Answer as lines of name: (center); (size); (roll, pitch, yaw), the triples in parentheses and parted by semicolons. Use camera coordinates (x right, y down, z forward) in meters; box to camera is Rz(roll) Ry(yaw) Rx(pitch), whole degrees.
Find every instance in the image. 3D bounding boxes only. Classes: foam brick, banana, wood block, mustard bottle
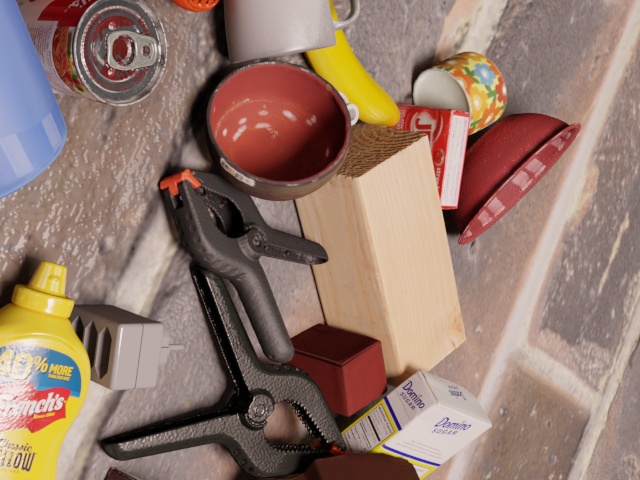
foam brick: (0.012, 0.111, 0.927); (0.052, 0.078, 0.051); (-25, 115, -39)
banana: (0.017, -0.162, 0.896); (0.069, 0.037, 0.197); (-46, 129, -27)
wood block: (0.051, 0.013, 0.935); (0.090, 0.090, 0.206); (-34, 123, -35)
mustard bottle: (-0.207, 0.107, 0.719); (0.096, 0.058, 0.191); (18, 86, -35)

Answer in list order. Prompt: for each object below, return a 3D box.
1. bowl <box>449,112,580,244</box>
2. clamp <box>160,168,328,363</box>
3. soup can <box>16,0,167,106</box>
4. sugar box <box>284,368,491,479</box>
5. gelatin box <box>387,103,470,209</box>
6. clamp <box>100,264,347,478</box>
bowl: (0.174, -0.071, 1.030); (0.162, 0.055, 0.162); (-41, 167, -12)
clamp: (-0.056, 0.001, 0.847); (0.171, 0.039, 0.120); (55, 34, -23)
soup can: (-0.155, -0.124, 0.684); (0.068, 0.102, 0.068); (-13, 108, -43)
sugar box: (0.056, 0.190, 0.949); (0.176, 0.048, 0.093); (-43, 138, 17)
gelatin box: (0.093, -0.077, 0.967); (0.030, 0.073, 0.089); (0, 100, -45)
clamp: (-0.066, 0.141, 0.863); (0.209, 0.036, 0.164); (41, 73, -27)
